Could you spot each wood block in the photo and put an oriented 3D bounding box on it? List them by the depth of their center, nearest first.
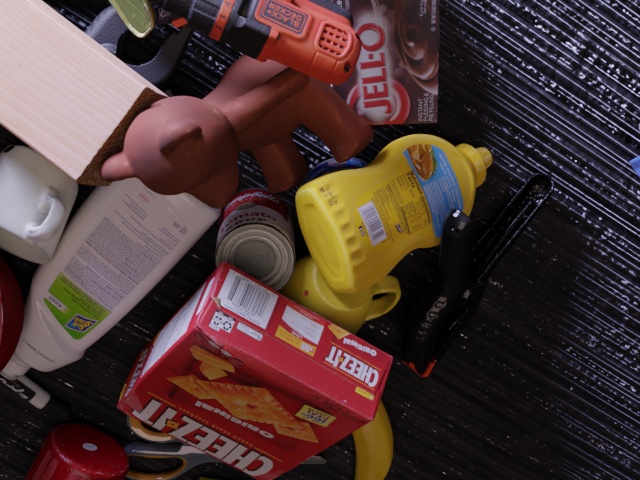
[{"bbox_3d":[-0.231,-0.139,0.830,0.206,0.090,0.091,37,94,4],"label":"wood block"}]

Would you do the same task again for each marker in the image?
[{"bbox_3d":[-0.281,0.131,0.993,0.121,0.020,0.020,41,102,-15],"label":"marker"}]

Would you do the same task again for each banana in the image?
[{"bbox_3d":[0.026,0.162,1.010,0.069,0.037,0.198,-19,109,2],"label":"banana"}]

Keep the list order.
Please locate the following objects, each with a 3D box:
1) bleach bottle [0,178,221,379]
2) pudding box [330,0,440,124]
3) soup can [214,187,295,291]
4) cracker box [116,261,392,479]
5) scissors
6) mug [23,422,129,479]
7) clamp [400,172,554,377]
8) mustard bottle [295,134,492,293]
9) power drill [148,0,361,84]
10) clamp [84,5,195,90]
[{"bbox_3d":[-0.205,0.027,0.940,0.102,0.068,0.251,43,104,-14],"label":"bleach bottle"},{"bbox_3d":[0.053,-0.154,0.901,0.090,0.039,0.113,-2,109,-2],"label":"pudding box"},{"bbox_3d":[-0.056,0.001,0.916,0.068,0.102,0.068,-1,109,-3],"label":"soup can"},{"bbox_3d":[-0.063,0.123,0.914,0.164,0.072,0.214,30,144,-12],"label":"cracker box"},{"bbox_3d":[-0.099,0.187,1.024,0.201,0.016,0.096,-9,109,0],"label":"scissors"},{"bbox_3d":[-0.220,0.230,0.986,0.117,0.093,0.081,33,105,14],"label":"mug"},{"bbox_3d":[0.118,0.037,0.931,0.036,0.164,0.210,39,117,24],"label":"clamp"},{"bbox_3d":[0.074,-0.036,0.899,0.191,0.058,0.096,-28,100,-30],"label":"mustard bottle"},{"bbox_3d":[-0.035,-0.229,0.817,0.184,0.057,0.187,23,74,-11],"label":"power drill"},{"bbox_3d":[-0.185,-0.154,0.891,0.171,0.039,0.120,-36,107,8],"label":"clamp"}]
